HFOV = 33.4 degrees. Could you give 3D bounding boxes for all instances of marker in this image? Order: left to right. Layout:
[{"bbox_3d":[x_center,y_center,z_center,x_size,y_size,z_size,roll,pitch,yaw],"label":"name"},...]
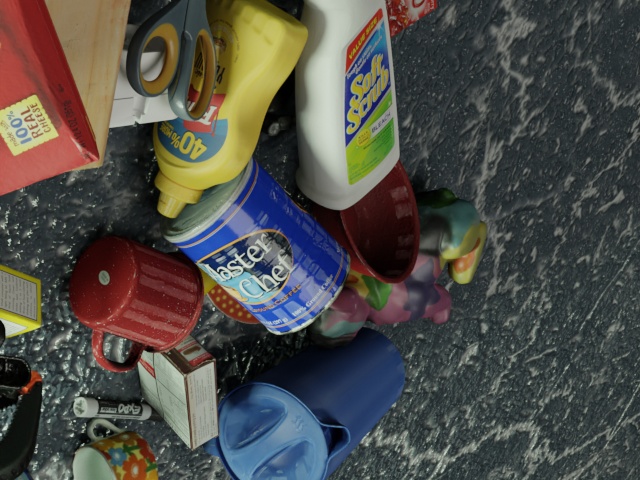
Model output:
[{"bbox_3d":[-0.194,0.168,1.056,0.120,0.020,0.020,19,106,-55],"label":"marker"}]

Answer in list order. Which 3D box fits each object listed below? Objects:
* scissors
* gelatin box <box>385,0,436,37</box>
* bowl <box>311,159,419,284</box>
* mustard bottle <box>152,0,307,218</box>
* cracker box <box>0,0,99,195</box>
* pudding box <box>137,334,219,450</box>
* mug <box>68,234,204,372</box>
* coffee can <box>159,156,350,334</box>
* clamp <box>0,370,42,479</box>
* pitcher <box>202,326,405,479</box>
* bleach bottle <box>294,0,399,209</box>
[{"bbox_3d":[-0.103,-0.187,0.776,0.096,0.016,0.202,-15,111,-54],"label":"scissors"},{"bbox_3d":[0.073,-0.240,0.993,0.073,0.030,0.089,-37,144,-23],"label":"gelatin box"},{"bbox_3d":[0.038,-0.030,1.080,0.161,0.055,0.162,29,54,-50],"label":"bowl"},{"bbox_3d":[-0.087,-0.105,0.864,0.058,0.096,0.192,3,119,-54],"label":"mustard bottle"},{"bbox_3d":[-0.253,-0.090,0.595,0.213,0.072,0.164,-20,117,-9],"label":"cracker box"},{"bbox_3d":[-0.138,0.134,1.028,0.039,0.090,0.113,-30,140,-29],"label":"pudding box"},{"bbox_3d":[-0.165,0.055,0.918,0.081,0.093,0.117,27,78,-52],"label":"mug"},{"bbox_3d":[-0.056,0.001,0.936,0.103,0.103,0.140,-49,118,-6],"label":"coffee can"},{"bbox_3d":[-0.308,0.177,0.859,0.209,0.164,0.036,-56,170,-40],"label":"clamp"},{"bbox_3d":[-0.010,0.179,1.173,0.242,0.149,0.145,-27,149,-59],"label":"pitcher"},{"bbox_3d":[0.016,-0.145,0.899,0.102,0.068,0.251,-42,147,-25],"label":"bleach bottle"}]
